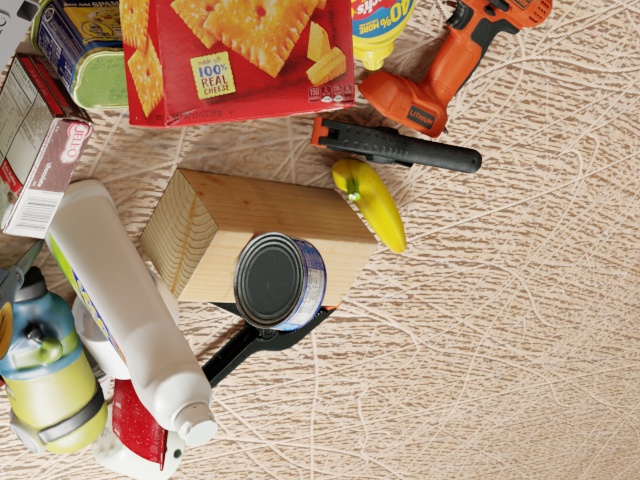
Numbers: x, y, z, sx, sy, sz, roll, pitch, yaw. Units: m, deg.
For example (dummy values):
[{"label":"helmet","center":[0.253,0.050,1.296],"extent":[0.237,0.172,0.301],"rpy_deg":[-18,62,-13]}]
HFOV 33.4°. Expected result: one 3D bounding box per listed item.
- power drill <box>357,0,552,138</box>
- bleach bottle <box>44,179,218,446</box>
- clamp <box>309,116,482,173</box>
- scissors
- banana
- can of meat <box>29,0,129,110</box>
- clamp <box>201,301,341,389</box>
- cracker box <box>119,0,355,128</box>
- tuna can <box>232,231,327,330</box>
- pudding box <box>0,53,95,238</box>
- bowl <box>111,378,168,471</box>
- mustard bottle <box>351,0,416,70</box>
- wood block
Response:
[{"label":"power drill","center":[0.120,-0.195,1.005],"extent":[0.184,0.057,0.188],"rpy_deg":[19,116,-49]},{"label":"bleach bottle","center":[-0.155,0.064,0.887],"extent":[0.068,0.251,0.102],"rpy_deg":[-27,142,-16]},{"label":"clamp","center":[0.061,-0.093,1.056],"extent":[0.171,0.120,0.039],"rpy_deg":[12,85,-24]},{"label":"scissors","center":[-0.253,0.018,0.844],"extent":[0.016,0.202,0.096],"rpy_deg":[-11,122,4]},{"label":"banana","center":[0.048,-0.042,1.105],"extent":[0.037,0.069,0.197],"rpy_deg":[-14,160,16]},{"label":"can of meat","center":[-0.155,-0.144,0.804],"extent":[0.101,0.084,0.057],"rpy_deg":[-9,135,-35]},{"label":"clamp","center":[-0.068,0.082,1.162],"extent":[0.209,0.036,0.165],"rpy_deg":[-22,134,-28]},{"label":"cracker box","center":[-0.059,-0.193,0.759],"extent":[0.163,0.072,0.214],"rpy_deg":[-10,103,-34]},{"label":"tuna can","center":[-0.036,0.037,0.947],"extent":[0.033,0.086,0.086],"rpy_deg":[12,121,-49]},{"label":"pudding box","center":[-0.223,-0.072,0.819],"extent":[0.039,0.090,0.114],"rpy_deg":[7,125,-43]},{"label":"bowl","center":[-0.177,0.149,1.075],"extent":[0.055,0.162,0.162],"rpy_deg":[5,133,-6]},{"label":"mustard bottle","center":[0.039,-0.222,0.907],"extent":[0.096,0.058,0.191],"rpy_deg":[-31,144,-18]},{"label":"wood block","center":[-0.056,0.002,1.042],"extent":[0.205,0.090,0.091],"rpy_deg":[5,127,-44]}]
